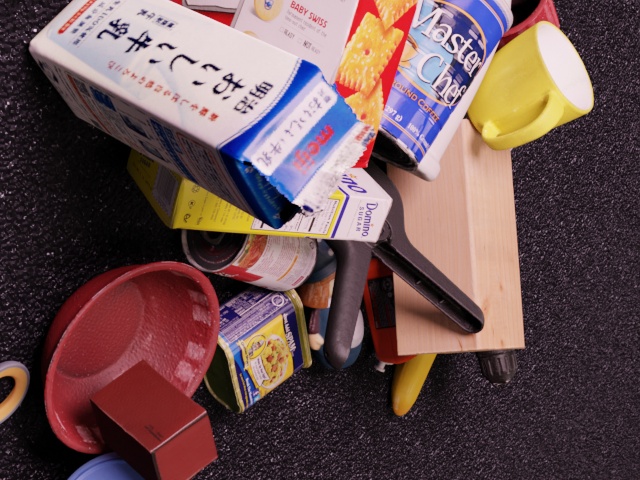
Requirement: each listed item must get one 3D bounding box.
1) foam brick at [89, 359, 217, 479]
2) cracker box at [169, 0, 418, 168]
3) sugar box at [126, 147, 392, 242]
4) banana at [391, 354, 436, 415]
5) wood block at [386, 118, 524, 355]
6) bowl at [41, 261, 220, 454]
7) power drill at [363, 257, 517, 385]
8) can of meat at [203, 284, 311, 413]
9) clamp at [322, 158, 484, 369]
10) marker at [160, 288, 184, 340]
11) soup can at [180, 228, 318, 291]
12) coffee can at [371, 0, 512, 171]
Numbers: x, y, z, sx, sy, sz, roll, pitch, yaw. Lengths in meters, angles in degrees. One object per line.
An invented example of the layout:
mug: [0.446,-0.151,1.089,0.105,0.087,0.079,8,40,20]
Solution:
foam brick: [-0.122,0.136,0.776,0.052,0.078,0.051,-34,137,-28]
cracker box: [-0.015,-0.175,0.714,0.071,0.164,0.214,-5,118,-51]
sugar box: [-0.044,-0.042,0.789,0.175,0.093,0.048,1,121,-32]
banana: [0.126,0.107,1.194,0.069,0.037,0.198,31,88,-54]
wood block: [0.125,0.001,0.994,0.090,0.091,0.206,6,79,-52]
bowl: [-0.154,0.079,0.813,0.161,0.055,0.162,-30,135,-36]
power drill: [0.129,0.073,1.099,0.187,0.057,0.184,-9,85,-47]
can of meat: [-0.060,0.092,0.937,0.083,0.058,0.102,-35,137,-28]
clamp: [0.034,0.004,0.888,0.164,0.210,0.036,-18,165,-39]
marker: [-0.119,0.086,0.893,0.020,0.020,0.121,-31,135,-35]
soup can: [-0.056,0.001,0.870,0.102,0.069,0.068,21,97,-55]
coffee can: [0.070,-0.140,0.836,0.140,0.103,0.102,-57,145,-5]
